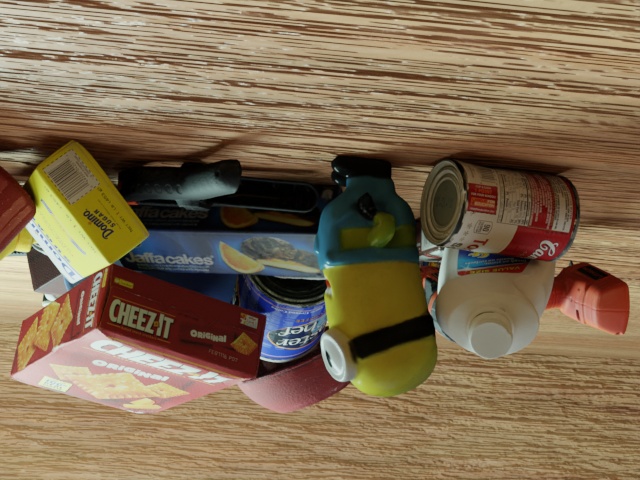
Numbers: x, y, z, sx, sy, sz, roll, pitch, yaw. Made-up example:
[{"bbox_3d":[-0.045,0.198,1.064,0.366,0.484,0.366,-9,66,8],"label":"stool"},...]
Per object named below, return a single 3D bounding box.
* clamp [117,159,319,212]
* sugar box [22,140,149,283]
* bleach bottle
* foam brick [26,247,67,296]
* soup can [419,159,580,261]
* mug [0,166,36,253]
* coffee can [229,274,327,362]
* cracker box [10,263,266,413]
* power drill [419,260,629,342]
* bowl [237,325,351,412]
[{"bbox_3d":[-0.089,-0.041,0.862,0.172,0.039,0.120,3,169,41],"label":"clamp"},{"bbox_3d":[-0.203,-0.018,0.873,0.048,0.093,0.176,-39,-172,-24],"label":"sugar box"},{"bbox_3d":[0.147,0.035,0.859,0.102,0.068,0.250,4,-163,8],"label":"bleach bottle"},{"bbox_3d":[-0.288,0.024,1.218,0.078,0.053,0.051,-27,157,27],"label":"foam brick"},{"bbox_3d":[0.136,-0.023,0.811,0.102,0.068,0.069,7,170,-22],"label":"soup can"},{"bbox_3d":[-0.277,-0.016,0.837,0.093,0.081,0.117,36,161,9],"label":"mug"},{"bbox_3d":[-0.033,0.047,1.049,0.102,0.103,0.140,4,152,-9],"label":"coffee can"},{"bbox_3d":[-0.178,0.103,1.020,0.164,0.072,0.214,21,152,-29],"label":"cracker box"},{"bbox_3d":[0.187,0.059,0.998,0.187,0.057,0.184,0,-168,-11],"label":"power drill"},{"bbox_3d":[-0.017,0.143,1.164,0.162,0.055,0.162,-23,-175,2],"label":"bowl"}]
